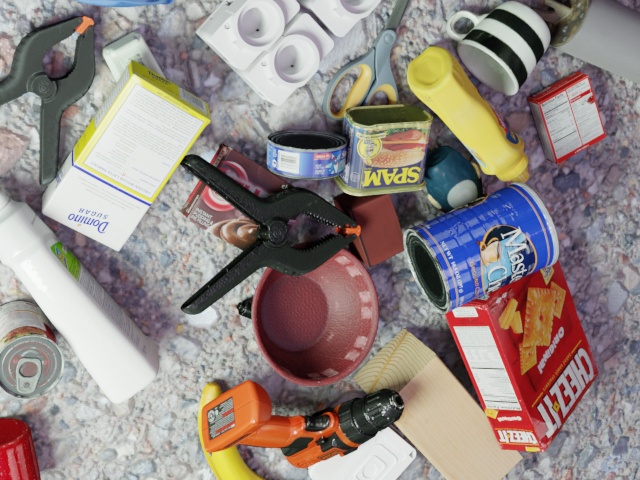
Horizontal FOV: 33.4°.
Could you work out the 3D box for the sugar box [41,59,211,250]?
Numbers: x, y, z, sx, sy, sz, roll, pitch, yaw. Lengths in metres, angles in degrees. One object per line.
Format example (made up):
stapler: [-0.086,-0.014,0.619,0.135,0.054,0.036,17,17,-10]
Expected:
sugar box: [-0.196,-0.083,1.070,0.093,0.048,0.176,30,112,-26]

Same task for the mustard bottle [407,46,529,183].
mustard bottle: [0.176,-0.129,1.201,0.058,0.096,0.191,-40,119,11]

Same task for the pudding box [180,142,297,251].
pudding box: [-0.082,-0.039,1.157,0.113,0.039,0.090,30,93,-29]

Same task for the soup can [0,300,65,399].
soup can: [-0.301,0.109,1.081,0.068,0.102,0.068,-7,110,-20]

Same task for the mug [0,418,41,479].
mug: [-0.350,0.239,1.123,0.117,0.093,0.081,-1,107,16]

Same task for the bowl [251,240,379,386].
bowl: [-0.015,0.081,1.202,0.161,0.055,0.162,1,88,-29]

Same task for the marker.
marker: [-0.045,0.098,1.231,0.121,0.020,0.020,27,96,-28]

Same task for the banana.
banana: [-0.100,0.253,1.256,0.069,0.037,0.197,-49,123,-26]

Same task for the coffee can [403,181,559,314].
coffee can: [0.177,0.007,1.184,0.140,0.103,0.103,-23,115,-12]

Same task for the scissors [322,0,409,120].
scissors: [0.081,-0.207,1.180,0.096,0.016,0.202,38,91,-30]

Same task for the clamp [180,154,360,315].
clamp: [-0.057,0.001,1.131,0.209,0.036,0.164,6,92,-26]

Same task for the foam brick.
foam brick: [0.056,-0.019,1.214,0.051,0.053,0.078,-26,117,-13]

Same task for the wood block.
wood block: [0.146,0.218,1.312,0.091,0.090,0.206,-43,118,-4]

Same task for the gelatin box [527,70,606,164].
gelatin box: [0.296,-0.148,1.282,0.073,0.030,0.089,-29,116,-10]

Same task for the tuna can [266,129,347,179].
tuna can: [-0.015,-0.093,1.140,0.086,0.086,0.034,-5,111,-21]

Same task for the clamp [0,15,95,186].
clamp: [-0.283,-0.150,1.037,0.120,0.039,0.171,24,91,-32]

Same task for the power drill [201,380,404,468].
power drill: [-0.023,0.203,1.190,0.187,0.057,0.185,18,140,-38]

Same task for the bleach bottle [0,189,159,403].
bleach bottle: [-0.262,0.048,1.090,0.068,0.103,0.250,-35,111,-2]

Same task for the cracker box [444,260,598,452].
cracker box: [0.247,0.120,1.283,0.164,0.072,0.213,-41,115,-39]

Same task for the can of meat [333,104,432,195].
can of meat: [0.071,-0.102,1.178,0.102,0.057,0.084,-6,122,-20]
